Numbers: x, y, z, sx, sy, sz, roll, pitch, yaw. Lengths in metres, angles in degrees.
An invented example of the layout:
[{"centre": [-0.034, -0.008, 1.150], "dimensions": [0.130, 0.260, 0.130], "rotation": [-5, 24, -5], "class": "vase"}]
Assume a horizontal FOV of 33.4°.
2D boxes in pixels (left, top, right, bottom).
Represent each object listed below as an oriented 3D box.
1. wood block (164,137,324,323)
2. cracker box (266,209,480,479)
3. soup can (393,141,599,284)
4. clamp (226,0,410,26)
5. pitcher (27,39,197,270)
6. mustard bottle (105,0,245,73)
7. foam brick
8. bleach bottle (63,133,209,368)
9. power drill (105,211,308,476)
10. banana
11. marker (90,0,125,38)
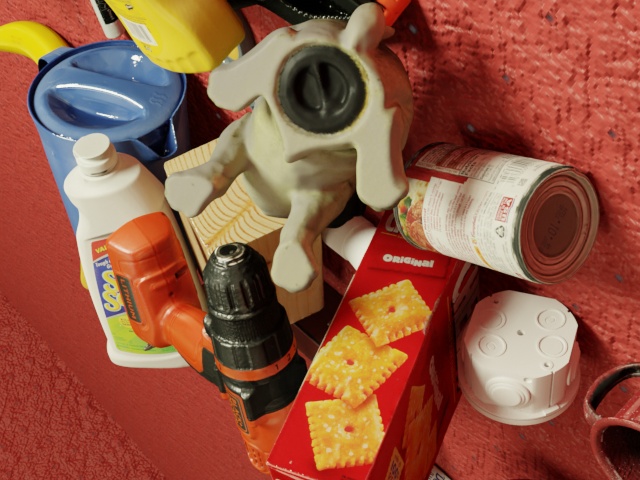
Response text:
[{"centre": [-0.055, 0.001, 0.869], "dimensions": [0.090, 0.090, 0.206], "rotation": [61, 169, 21], "class": "wood block"}, {"centre": [0.047, 0.106, 0.722], "dimensions": [0.072, 0.213, 0.164], "rotation": [15, 146, 20], "class": "cracker box"}, {"centre": [0.100, -0.018, 0.617], "dimensions": [0.102, 0.068, 0.068], "rotation": [18, 143, 52], "class": "soup can"}, {"centre": [-0.041, -0.175, 0.643], "dimensions": [0.210, 0.036, 0.164], "rotation": [26, 163, 37], "class": "clamp"}, {"centre": [-0.183, -0.057, 0.979], "dimensions": [0.145, 0.149, 0.243], "rotation": [0, 138, 1], "class": "pitcher"}, {"centre": [-0.125, -0.184, 0.629], "dimensions": [0.096, 0.058, 0.191], "rotation": [32, 166, 45], "class": "mustard bottle"}, {"centre": [-0.001, 0.078, 0.996], "dimensions": [0.078, 0.051, 0.053], "rotation": [40, 158, 25], "class": "foam brick"}, {"centre": [-0.164, 0.011, 0.904], "dimensions": [0.103, 0.068, 0.251], "rotation": [0, 138, 12], "class": "bleach bottle"}, {"centre": [-0.079, 0.051, 0.726], "dimensions": [0.188, 0.057, 0.184], "rotation": [37, 146, 46], "class": "power drill"}, {"centre": [-0.289, -0.184, 1.102], "dimensions": [0.198, 0.069, 0.037], "rotation": [33, -174, 38], "class": "banana"}, {"centre": [-0.197, -0.227, 0.915], "dimensions": [0.020, 0.020, 0.121], "rotation": [31, 152, 39], "class": "marker"}]
